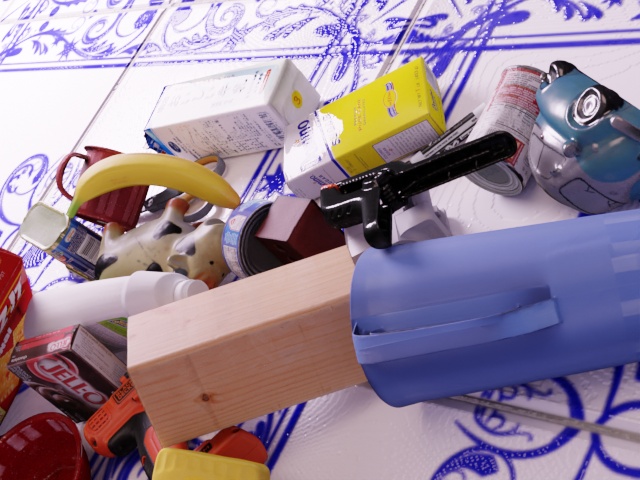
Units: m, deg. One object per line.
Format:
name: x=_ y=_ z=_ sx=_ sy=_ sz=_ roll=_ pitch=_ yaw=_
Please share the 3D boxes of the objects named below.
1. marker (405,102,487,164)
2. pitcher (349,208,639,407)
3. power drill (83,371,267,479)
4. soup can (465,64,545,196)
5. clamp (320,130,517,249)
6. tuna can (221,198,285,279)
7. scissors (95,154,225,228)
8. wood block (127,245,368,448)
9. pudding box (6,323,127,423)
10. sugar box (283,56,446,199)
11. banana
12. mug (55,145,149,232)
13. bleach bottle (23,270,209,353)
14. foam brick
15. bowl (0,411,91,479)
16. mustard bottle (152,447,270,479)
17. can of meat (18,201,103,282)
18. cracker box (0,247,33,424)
marker: x=0.119 y=-0.093 z=1.058 sx=0.121 sy=0.020 sz=0.020 roll=-37 pitch=40 yaw=9
pitcher: x=0.149 y=0.051 z=0.814 sx=0.243 sy=0.145 sz=0.149 roll=-13 pitch=45 yaw=29
power drill: x=-0.125 y=0.167 z=1.010 sx=0.184 sy=0.057 sz=0.188 roll=-46 pitch=38 yaw=-5
soup can: x=0.176 y=-0.100 z=0.977 sx=0.069 sy=0.068 sz=0.102 roll=11 pitch=64 yaw=45
clamp: x=0.053 y=-0.037 z=0.941 sx=0.164 sy=0.036 sz=0.210 roll=-36 pitch=16 yaw=-31
tuna can: x=-0.057 y=0.001 z=1.072 sx=0.034 sy=0.086 sz=0.086 roll=14 pitch=66 yaw=48
scissors: x=-0.193 y=-0.033 z=1.274 sx=0.202 sy=0.016 sz=0.096 roll=-31 pitch=43 yaw=19
wood block: x=-0.055 y=0.091 z=0.926 sx=0.206 sy=0.091 sz=0.090 roll=-18 pitch=28 yaw=0
pudding box: x=-0.249 y=0.138 z=1.093 sx=0.090 sy=0.113 sz=0.039 roll=-16 pitch=44 yaw=30
sugar box: x=0.043 y=-0.115 z=1.121 sx=0.176 sy=0.048 sz=0.093 roll=-23 pitch=44 yaw=22
banana: x=-0.189 y=-0.065 z=1.201 sx=0.198 sy=0.069 sz=0.037 roll=-3 pitch=13 yaw=2
mug: x=-0.256 y=-0.062 z=1.254 sx=0.093 sy=0.117 sz=0.081 roll=5 pitch=76 yaw=53
bleach bottle: x=-0.196 y=0.074 z=1.085 sx=0.251 sy=0.102 sz=0.068 roll=-13 pitch=60 yaw=43
foam brick: x=-0.016 y=-0.001 z=1.046 sx=0.053 sy=0.078 sz=0.051 roll=8 pitch=62 yaw=46
bowl: x=-0.282 y=0.255 z=1.064 sx=0.162 sy=0.055 sz=0.162 roll=-23 pitch=44 yaw=24
mustard bottle: x=-0.104 y=0.271 z=0.872 sx=0.096 sy=0.058 sz=0.191 roll=6 pitch=78 yaw=18
can of meat: x=-0.302 y=0.001 z=1.278 sx=0.102 sy=0.083 sz=0.057 roll=21 pitch=76 yaw=48
cracker box: x=-0.369 y=0.120 z=1.147 sx=0.072 sy=0.214 sz=0.164 roll=20 pitch=62 yaw=2
